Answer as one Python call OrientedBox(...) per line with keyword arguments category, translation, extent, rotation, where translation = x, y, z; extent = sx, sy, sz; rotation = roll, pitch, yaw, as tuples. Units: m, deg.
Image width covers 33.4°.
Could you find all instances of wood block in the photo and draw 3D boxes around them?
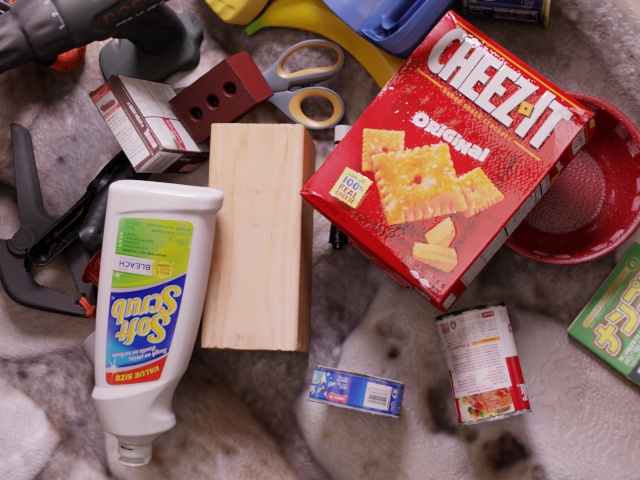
OrientedBox(category="wood block", translation=(-0.056, 0.001, 1.006), extent=(0.090, 0.091, 0.206), rotation=(1, 82, 7))

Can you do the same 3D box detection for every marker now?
OrientedBox(category="marker", translation=(0.020, -0.051, 1.038), extent=(0.020, 0.020, 0.121), rotation=(2, 82, 8))

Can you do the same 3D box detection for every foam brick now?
OrientedBox(category="foam brick", translation=(-0.095, -0.138, 1.031), extent=(0.078, 0.051, 0.053), rotation=(-33, 94, 24))

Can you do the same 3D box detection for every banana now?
OrientedBox(category="banana", translation=(0.023, -0.194, 1.051), extent=(0.198, 0.037, 0.070), rotation=(29, 113, 13))

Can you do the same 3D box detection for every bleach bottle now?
OrientedBox(category="bleach bottle", translation=(-0.147, 0.076, 0.946), extent=(0.102, 0.068, 0.251), rotation=(6, 98, 2))

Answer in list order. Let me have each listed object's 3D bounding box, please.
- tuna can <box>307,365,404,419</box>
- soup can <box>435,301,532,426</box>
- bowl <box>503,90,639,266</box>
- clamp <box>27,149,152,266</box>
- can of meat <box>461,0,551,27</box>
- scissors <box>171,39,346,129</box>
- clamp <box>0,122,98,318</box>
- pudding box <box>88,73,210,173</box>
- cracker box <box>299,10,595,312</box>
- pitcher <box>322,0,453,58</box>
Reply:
OrientedBox(category="tuna can", translation=(0.033, 0.139, 0.977), extent=(0.086, 0.086, 0.034), rotation=(10, 82, 9))
OrientedBox(category="soup can", translation=(0.147, 0.113, 0.973), extent=(0.068, 0.068, 0.102), rotation=(-13, 80, 6))
OrientedBox(category="bowl", translation=(0.222, -0.054, 0.991), extent=(0.162, 0.055, 0.162), rotation=(-1, 82, 8))
OrientedBox(category="clamp", translation=(-0.214, -0.039, 1.032), extent=(0.120, 0.171, 0.039), rotation=(-13, 123, 38))
OrientedBox(category="can of meat", translation=(0.184, -0.262, 1.025), extent=(0.084, 0.057, 0.102), rotation=(8, 83, 12))
OrientedBox(category="scissors", translation=(-0.061, -0.137, 1.060), extent=(0.202, 0.016, 0.096), rotation=(-19, 101, 20))
OrientedBox(category="clamp", translation=(-0.305, 0.007, 1.064), extent=(0.164, 0.036, 0.210), rotation=(-39, 81, -6))
OrientedBox(category="pudding box", translation=(-0.160, -0.110, 1.022), extent=(0.039, 0.113, 0.090), rotation=(-36, 81, 16))
OrientedBox(category="cracker box", translation=(0.112, -0.069, 0.947), extent=(0.164, 0.072, 0.214), rotation=(40, 92, 16))
OrientedBox(category="pitcher", translation=(0.108, -0.286, 0.951), extent=(0.149, 0.144, 0.243), rotation=(49, 116, 11))
